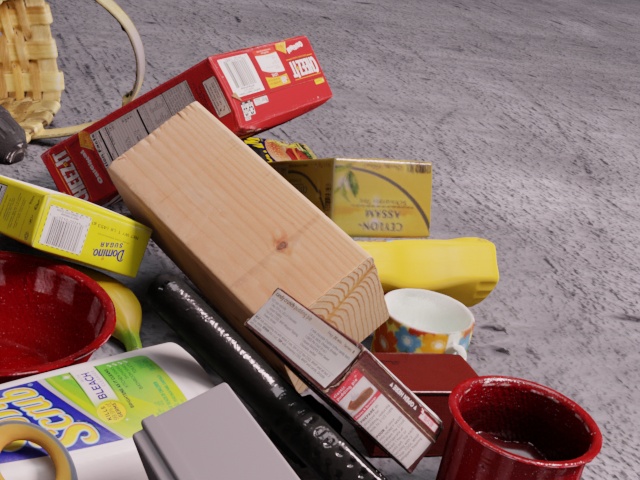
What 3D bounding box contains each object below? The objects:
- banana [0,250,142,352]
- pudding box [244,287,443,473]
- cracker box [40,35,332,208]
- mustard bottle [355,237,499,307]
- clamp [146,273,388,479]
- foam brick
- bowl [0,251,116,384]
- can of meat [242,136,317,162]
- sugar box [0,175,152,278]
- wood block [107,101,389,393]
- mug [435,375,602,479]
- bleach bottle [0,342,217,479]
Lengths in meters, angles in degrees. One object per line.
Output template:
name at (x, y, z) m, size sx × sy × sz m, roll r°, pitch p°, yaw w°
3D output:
banana at (-0.212, 0.036, 0.789) m, size 0.198 × 0.037 × 0.069 m, roll 15°, pitch 22°, yaw 7°
pudding box at (0.013, 0.083, 0.652) m, size 0.090 × 0.039 × 0.114 m, roll 45°, pitch -10°, yaw -32°
cracker box at (-0.118, -0.104, 0.967) m, size 0.214 × 0.072 × 0.164 m, roll -23°, pitch 4°, yaw 32°
mustard bottle at (0.042, 0.028, 0.870) m, size 0.191 × 0.058 × 0.096 m, roll 0°, pitch -12°, yaw -23°
clamp at (-0.016, 0.105, 0.628) m, size 0.210 × 0.036 × 0.164 m, roll 39°, pitch -7°, yaw 42°
foam brick at (0.067, 0.112, 0.731) m, size 0.078 × 0.051 × 0.053 m, roll 3°, pitch 24°, yaw -19°
bowl at (-0.217, 0.065, 0.698) m, size 0.162 × 0.055 × 0.162 m, roll 10°, pitch 24°, yaw -5°
can of meat at (-0.048, -0.066, 1.070) m, size 0.083 × 0.057 × 0.102 m, roll 6°, pitch 25°, yaw -20°
sugar box at (-0.218, -0.018, 0.821) m, size 0.093 × 0.048 × 0.177 m, roll 22°, pitch -7°, yaw -42°
wood block at (-0.055, 0.001, 0.789) m, size 0.090 × 0.090 × 0.206 m, roll -39°, pitch 58°, yaw -13°
mug at (0.116, 0.136, 0.660) m, size 0.093 × 0.081 × 0.117 m, roll 13°, pitch 24°, yaw 2°
bleach bottle at (-0.173, 0.124, 0.581) m, size 0.250 × 0.068 × 0.103 m, roll -11°, pitch 38°, yaw -35°
